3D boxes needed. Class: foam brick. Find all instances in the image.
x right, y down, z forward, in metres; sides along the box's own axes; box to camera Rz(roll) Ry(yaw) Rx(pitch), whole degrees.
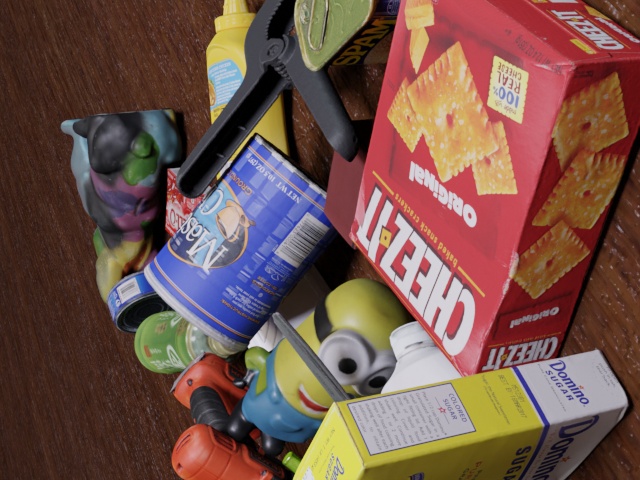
[{"bbox_3d":[0.041,-0.041,0.765,0.051,0.052,0.078,49,136,48],"label":"foam brick"}]

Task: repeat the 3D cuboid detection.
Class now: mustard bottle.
[{"bbox_3d":[-0.066,-0.123,0.949,0.096,0.058,0.191,-2,94,64],"label":"mustard bottle"}]

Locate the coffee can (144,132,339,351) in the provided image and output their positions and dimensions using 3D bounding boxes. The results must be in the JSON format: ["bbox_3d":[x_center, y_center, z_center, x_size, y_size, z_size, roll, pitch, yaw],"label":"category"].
[{"bbox_3d":[-0.055,0.001,0.839,0.140,0.102,0.103,-51,39,5],"label":"coffee can"}]

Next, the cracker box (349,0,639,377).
[{"bbox_3d":[0.095,-0.047,0.636,0.164,0.072,0.214,53,141,45],"label":"cracker box"}]

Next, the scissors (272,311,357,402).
[{"bbox_3d":[0.016,0.126,0.759,0.201,0.016,0.096,46,151,-13],"label":"scissors"}]

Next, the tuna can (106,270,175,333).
[{"bbox_3d":[-0.200,0.071,1.226,0.034,0.086,0.086,65,148,29],"label":"tuna can"}]

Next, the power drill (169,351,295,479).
[{"bbox_3d":[-0.057,0.185,0.936,0.057,0.184,0.188,-49,24,6],"label":"power drill"}]

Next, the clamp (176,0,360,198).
[{"bbox_3d":[-0.033,-0.126,0.802,0.165,0.036,0.210,-16,52,33],"label":"clamp"}]

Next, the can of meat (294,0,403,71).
[{"bbox_3d":[0.042,-0.154,0.702,0.102,0.083,0.057,-34,66,60],"label":"can of meat"}]

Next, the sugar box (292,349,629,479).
[{"bbox_3d":[0.078,0.115,0.593,0.093,0.176,0.048,113,143,-46],"label":"sugar box"}]

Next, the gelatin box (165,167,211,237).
[{"bbox_3d":[-0.138,-0.030,1.143,0.089,0.030,0.073,41,131,53],"label":"gelatin box"}]
